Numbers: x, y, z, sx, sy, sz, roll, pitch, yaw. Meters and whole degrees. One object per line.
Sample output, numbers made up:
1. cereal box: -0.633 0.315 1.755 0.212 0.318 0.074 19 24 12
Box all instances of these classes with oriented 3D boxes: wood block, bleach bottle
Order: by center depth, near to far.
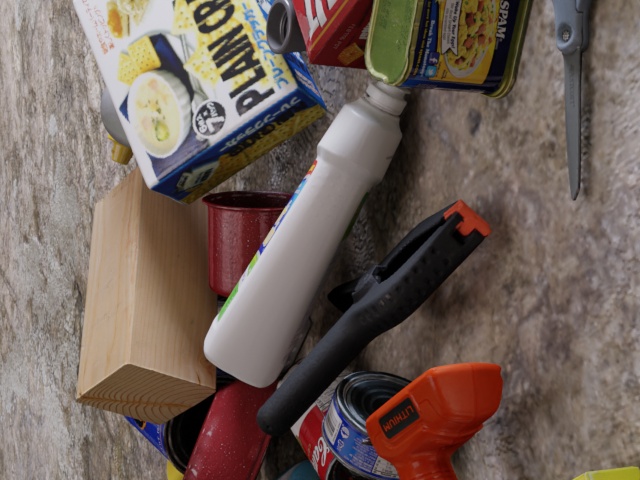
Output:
1. bleach bottle: -0.004 -0.012 0.823 0.251 0.068 0.102 -61 1 16
2. wood block: -0.153 0.048 0.965 0.090 0.090 0.206 -35 45 39

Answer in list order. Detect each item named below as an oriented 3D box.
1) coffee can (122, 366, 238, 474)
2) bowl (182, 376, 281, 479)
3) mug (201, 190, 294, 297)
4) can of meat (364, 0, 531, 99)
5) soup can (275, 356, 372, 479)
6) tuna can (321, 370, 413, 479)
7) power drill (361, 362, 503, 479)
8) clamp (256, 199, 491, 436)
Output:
1. coffee can: -0.130 0.161 1.045 0.140 0.102 0.103 20 108 59
2. bowl: -0.079 0.179 0.923 0.162 0.055 0.162 -161 92 -87
3. mug: -0.056 0.001 0.939 0.117 0.093 0.081 -78 -11 -78
4. can of meat: 0.082 -0.145 0.680 0.058 0.083 0.102 37 122 55
5. soup can: 0.014 0.141 0.819 0.102 0.068 0.068 52 133 48
6. tuna can: 0.046 0.129 0.744 0.086 0.086 0.034 52 132 48
7. power drill: 0.089 0.168 0.602 0.185 0.057 0.187 131 134 -53
8. clamp: 0.037 0.047 0.742 0.210 0.036 0.164 -42 10 45
